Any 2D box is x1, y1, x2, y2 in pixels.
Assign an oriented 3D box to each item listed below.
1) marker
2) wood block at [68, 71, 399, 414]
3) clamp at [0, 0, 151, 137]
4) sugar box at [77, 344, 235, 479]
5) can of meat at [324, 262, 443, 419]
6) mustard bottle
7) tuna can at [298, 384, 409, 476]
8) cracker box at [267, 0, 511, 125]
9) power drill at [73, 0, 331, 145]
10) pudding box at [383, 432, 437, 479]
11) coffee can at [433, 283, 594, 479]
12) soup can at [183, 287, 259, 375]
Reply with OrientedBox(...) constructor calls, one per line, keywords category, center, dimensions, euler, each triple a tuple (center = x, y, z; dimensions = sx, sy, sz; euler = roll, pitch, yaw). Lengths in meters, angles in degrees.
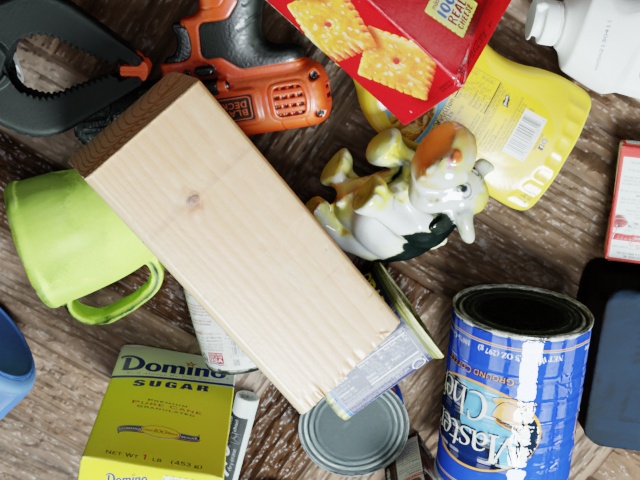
OrientedBox(category="marker", center=(-0.071, 0.177, 0.853), dimensions=(0.020, 0.020, 0.121), euler=(13, 108, -6))
OrientedBox(category="wood block", center=(-0.054, 0.001, 0.687), dimensions=(0.091, 0.090, 0.206), euler=(-42, 111, -7))
OrientedBox(category="clamp", center=(-0.216, -0.124, 0.680), dimensions=(0.210, 0.036, 0.164), euler=(-4, 108, -2))
OrientedBox(category="sugar box", center=(-0.110, 0.131, 0.754), dimensions=(0.093, 0.176, 0.048), euler=(11, 110, -6))
OrientedBox(category="can of meat", center=(0.031, 0.071, 0.772), dimensions=(0.084, 0.102, 0.057), euler=(-36, 112, 4))
OrientedBox(category="mustard bottle", center=(0.084, -0.104, 0.740), dimensions=(0.191, 0.058, 0.096), euler=(28, 100, -10))
OrientedBox(category="tuna can", center=(0.025, 0.139, 0.835), dimensions=(0.086, 0.034, 0.086), euler=(0, 109, -1))
OrientedBox(category="cracker box", center=(0.026, -0.203, 0.651), dimensions=(0.213, 0.164, 0.072), euler=(41, 147, -14))
OrientedBox(category="power drill", center=(-0.095, -0.154, 0.719), dimensions=(0.184, 0.057, 0.187), euler=(-7, 110, 9))
OrientedBox(category="pudding box", center=(0.092, 0.221, 0.835), dimensions=(0.039, 0.090, 0.113), euler=(-32, 106, 9))
OrientedBox(category="coffee can", center=(0.142, 0.115, 0.793), dimensions=(0.103, 0.103, 0.140), euler=(3, 108, -3))
OrientedBox(category="soup can", center=(-0.064, 0.039, 0.781), dimensions=(0.068, 0.068, 0.102), euler=(-12, 109, 2))
